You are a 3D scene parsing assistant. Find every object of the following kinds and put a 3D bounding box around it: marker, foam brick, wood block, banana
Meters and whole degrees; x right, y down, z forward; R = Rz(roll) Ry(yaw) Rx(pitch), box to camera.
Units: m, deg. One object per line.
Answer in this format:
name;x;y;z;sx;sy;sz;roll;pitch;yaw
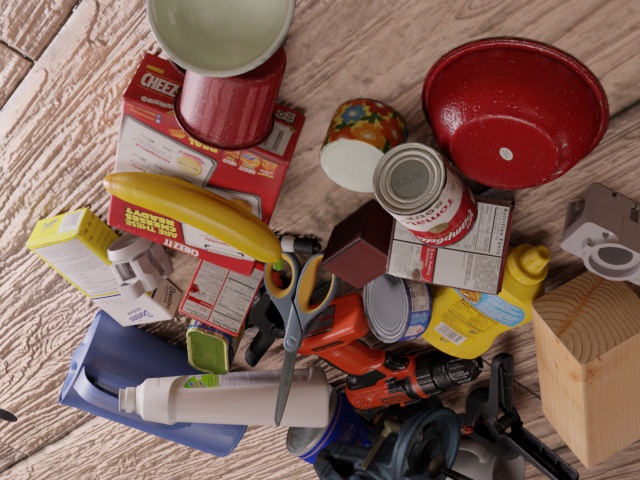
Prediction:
marker;-0.058;0.001;1.168;0.121;0.020;0.020;6;143;18
foam brick;0.046;0.005;1.095;0.051;0.053;0.078;32;144;-17
wood block;0.282;0.133;1.096;0.090;0.090;0.206;-28;139;-8
banana;-0.113;-0.021;1.023;0.197;0.037;0.070;28;145;-13

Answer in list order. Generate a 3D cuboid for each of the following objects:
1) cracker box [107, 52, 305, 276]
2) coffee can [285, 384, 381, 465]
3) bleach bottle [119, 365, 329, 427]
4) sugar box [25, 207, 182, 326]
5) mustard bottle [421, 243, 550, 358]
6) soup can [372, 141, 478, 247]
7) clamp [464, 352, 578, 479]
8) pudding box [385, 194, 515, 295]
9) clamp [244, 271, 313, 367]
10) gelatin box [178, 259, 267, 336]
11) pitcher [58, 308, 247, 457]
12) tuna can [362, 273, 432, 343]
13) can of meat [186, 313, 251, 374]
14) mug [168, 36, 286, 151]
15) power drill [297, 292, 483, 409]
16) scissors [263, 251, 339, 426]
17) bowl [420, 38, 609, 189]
cracker box;-0.118;-0.069;1.059;0.164;0.072;0.214;21;146;-1
coffee can;0.040;0.266;1.406;0.140;0.102;0.103;33;143;-19
bleach bottle;-0.118;0.192;1.307;0.250;0.068;0.102;0;-175;-6
sugar box;-0.258;0.035;1.289;0.094;0.048;0.176;-11;139;36
mustard bottle;0.173;0.054;1.095;0.096;0.058;0.192;35;143;-7
soup can;0.094;-0.040;0.943;0.069;0.068;0.102;1;165;24
clamp;0.213;0.205;1.255;0.164;0.036;0.210;64;163;-2
pudding box;0.124;-0.002;1.021;0.113;0.039;0.090;10;100;11
clamp;-0.052;0.102;1.280;0.120;0.039;0.171;-12;135;11
gelatin box;-0.110;0.054;1.207;0.073;0.089;0.030;24;179;-6
pitcher;-0.213;0.200;1.408;0.242;0.149;0.145;25;145;-13
tuna can;0.081;0.064;1.129;0.033;0.086;0.086;-5;156;-30
can of meat;-0.121;0.102;1.278;0.057;0.084;0.102;14;145;7
mug;-0.086;-0.146;0.933;0.117;0.093;0.082;39;142;13
power drill;0.070;0.132;1.233;0.185;0.057;0.187;-21;135;33
scissors;-0.044;0.097;1.186;0.096;0.202;0.016;29;-169;20
bowl;0.160;-0.093;0.907;0.162;0.055;0.162;13;145;9
